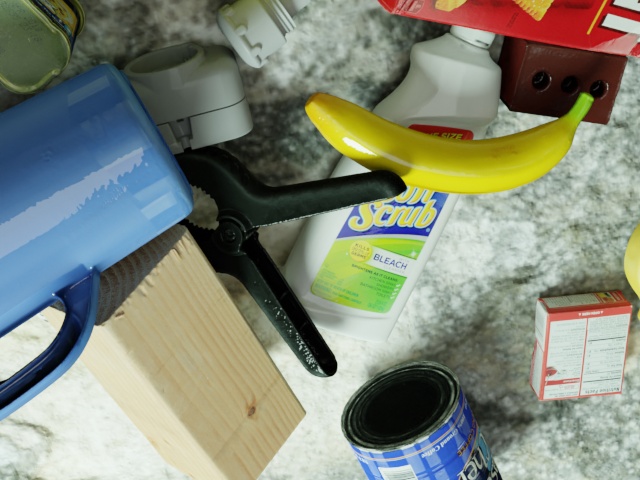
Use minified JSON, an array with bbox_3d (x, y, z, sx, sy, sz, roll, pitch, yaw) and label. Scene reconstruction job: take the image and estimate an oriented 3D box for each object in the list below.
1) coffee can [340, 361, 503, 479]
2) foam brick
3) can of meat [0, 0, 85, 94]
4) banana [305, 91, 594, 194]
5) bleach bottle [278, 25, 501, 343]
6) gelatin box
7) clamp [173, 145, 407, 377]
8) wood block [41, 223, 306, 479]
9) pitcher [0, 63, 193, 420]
[{"bbox_3d":[0.090,0.185,0.877,0.103,0.103,0.140,-25,117,4],"label":"coffee can"},{"bbox_3d":[0.171,-0.119,0.767,0.078,0.051,0.053,5,115,-11],"label":"foam brick"},{"bbox_3d":[-0.201,-0.149,0.680,0.057,0.084,0.102,-39,115,11],"label":"can of meat"},{"bbox_3d":[0.087,-0.066,0.728,0.197,0.037,0.069,-1,92,-8],"label":"banana"},{"bbox_3d":[0.055,-0.051,0.780,0.102,0.068,0.251,18,110,-16],"label":"bleach bottle"},{"bbox_3d":[0.216,0.088,0.889,0.073,0.030,0.089,-5,117,-7],"label":"gelatin box"},{"bbox_3d":[-0.055,0.001,0.754,0.210,0.036,0.165,18,114,13],"label":"clamp"},{"bbox_3d":[-0.104,0.083,0.765,0.090,0.090,0.206,-50,134,-25],"label":"wood block"},{"bbox_3d":[-0.199,0.004,0.649,0.242,0.145,0.149,-30,121,-6],"label":"pitcher"}]
